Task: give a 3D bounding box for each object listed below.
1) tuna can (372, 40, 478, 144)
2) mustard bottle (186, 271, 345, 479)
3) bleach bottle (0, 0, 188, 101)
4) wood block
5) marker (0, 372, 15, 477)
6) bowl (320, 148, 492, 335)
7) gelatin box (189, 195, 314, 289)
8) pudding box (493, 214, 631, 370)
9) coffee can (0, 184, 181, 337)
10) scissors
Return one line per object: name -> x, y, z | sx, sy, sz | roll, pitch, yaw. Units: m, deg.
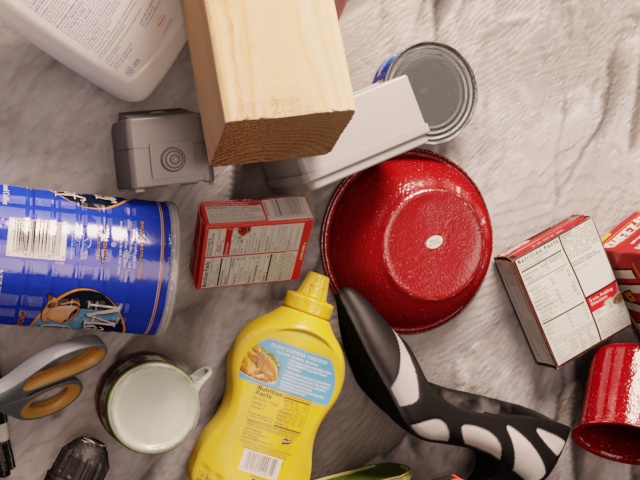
tuna can -> 0.087, -0.123, 0.900 | 0.086, 0.034, 0.086 | -1, 94, -18
mustard bottle -> -0.033, 0.117, 0.861 | 0.096, 0.058, 0.191 | 21, 87, -14
bleach bottle -> -0.196, -0.196, 0.726 | 0.250, 0.068, 0.102 | 36, 82, -47
wood block -> -0.045, -0.165, 0.741 | 0.090, 0.091, 0.206 | -7, 76, -14
marker -> -0.249, 0.121, 0.810 | 0.020, 0.020, 0.121 | -9, 96, -18
bowl -> 0.084, 0.002, 0.896 | 0.162, 0.055, 0.162 | -1, 93, -19
gelatin box -> -0.056, 0.001, 0.842 | 0.089, 0.030, 0.073 | -4, 138, -17
pudding box -> 0.217, 0.045, 0.951 | 0.090, 0.039, 0.113 | -27, 99, -15
coffee can -> -0.181, 0.015, 0.782 | 0.140, 0.103, 0.103 | 6, 91, -19
scissors -> -0.246, 0.124, 0.766 | 0.201, 0.096, 0.016 | -25, 64, -26
